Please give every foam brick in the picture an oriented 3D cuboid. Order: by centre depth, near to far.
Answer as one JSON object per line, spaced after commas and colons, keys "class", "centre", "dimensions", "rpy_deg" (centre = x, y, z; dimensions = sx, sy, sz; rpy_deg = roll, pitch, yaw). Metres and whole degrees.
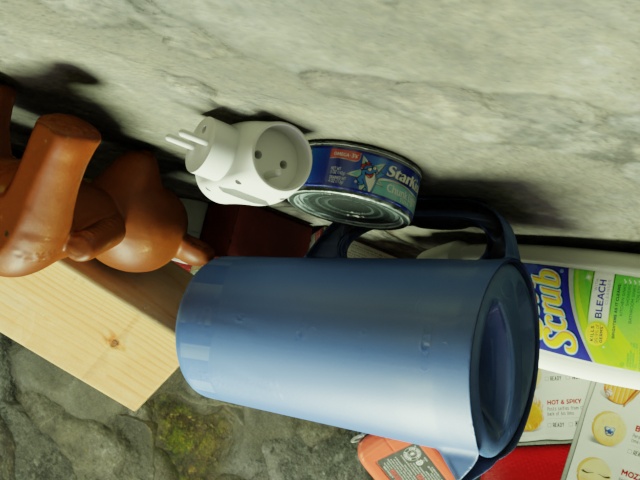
{"class": "foam brick", "centre": [-0.056, 0.001, 0.894], "dimensions": [0.078, 0.051, 0.053], "rpy_deg": [21, 166, -34]}

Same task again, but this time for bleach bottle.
{"class": "bleach bottle", "centre": [0.161, 0.054, 0.799], "dimensions": [0.251, 0.102, 0.068], "rpy_deg": [4, 179, 33]}

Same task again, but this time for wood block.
{"class": "wood block", "centre": [-0.200, 0.031, 0.837], "dimensions": [0.206, 0.090, 0.091], "rpy_deg": [35, 116, -18]}

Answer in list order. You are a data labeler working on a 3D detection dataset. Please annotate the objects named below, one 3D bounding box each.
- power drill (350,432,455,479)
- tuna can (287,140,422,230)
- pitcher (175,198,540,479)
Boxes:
{"class": "power drill", "centre": [0.078, 0.142, 0.872], "dimensions": [0.057, 0.187, 0.184], "rpy_deg": [-32, 116, 15]}
{"class": "tuna can", "centre": [0.022, -0.035, 0.699], "dimensions": [0.086, 0.034, 0.086], "rpy_deg": [12, 168, 2]}
{"class": "pitcher", "centre": [0.025, 0.061, 0.750], "dimensions": [0.243, 0.149, 0.145], "rpy_deg": [4, 124, 30]}
